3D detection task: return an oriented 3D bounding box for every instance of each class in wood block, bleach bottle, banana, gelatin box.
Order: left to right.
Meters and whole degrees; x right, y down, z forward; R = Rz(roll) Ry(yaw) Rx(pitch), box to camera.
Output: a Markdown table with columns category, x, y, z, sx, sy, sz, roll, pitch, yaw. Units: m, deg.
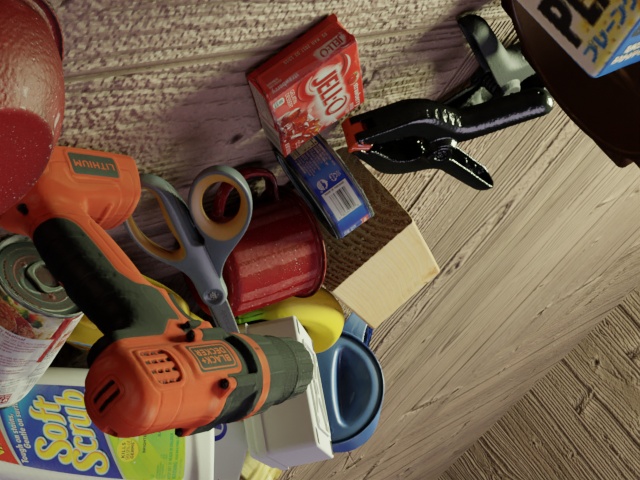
| category | x | y | z | sx | sy | sz | roll | pitch | yaw |
| --- | --- | --- | --- | --- | --- | --- | --- | --- | --- |
| bleach bottle | -0.202 | 0.141 | 0.757 | 0.250 | 0.102 | 0.068 | 6 | 166 | -30 |
| banana | -0.013 | 0.068 | 0.945 | 0.070 | 0.037 | 0.197 | -12 | 162 | 14 |
| gelatin box | -0.008 | -0.104 | 0.732 | 0.073 | 0.030 | 0.089 | -36 | 161 | -8 |
| wood block | 0.035 | 0.004 | 0.952 | 0.091 | 0.090 | 0.206 | -42 | 162 | 1 |

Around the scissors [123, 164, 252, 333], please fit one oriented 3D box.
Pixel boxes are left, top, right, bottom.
| category | x | y | z | sx | sy | sz | roll | pitch | yaw |
| --- | --- | --- | --- | --- | --- | --- | --- | --- | --- |
| scissors | -0.063 | 0.022 | 0.752 | 0.096 | 0.016 | 0.201 | -27 | 125 | 13 |

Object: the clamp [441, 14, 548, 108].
| category | x | y | z | sx | sy | sz | roll | pitch | yaw |
| --- | --- | --- | --- | --- | --- | --- | --- | --- | --- |
| clamp | 0.153 | -0.142 | 0.925 | 0.209 | 0.036 | 0.165 | -20 | 154 | -35 |

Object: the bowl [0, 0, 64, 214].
| category | x | y | z | sx | sy | sz | roll | pitch | yaw |
| --- | --- | --- | --- | --- | --- | --- | --- | --- | --- |
| bowl | -0.181 | -0.049 | 0.508 | 0.162 | 0.055 | 0.162 | -34 | 161 | -14 |

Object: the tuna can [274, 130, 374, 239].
| category | x | y | z | sx | sy | sz | roll | pitch | yaw |
| --- | --- | --- | --- | --- | --- | --- | --- | --- | --- |
| tuna can | 0.002 | -0.043 | 0.802 | 0.033 | 0.086 | 0.086 | -36 | 161 | -4 |

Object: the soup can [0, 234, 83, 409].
| category | x | y | z | sx | sy | sz | roll | pitch | yaw |
| --- | --- | --- | --- | --- | --- | --- | --- | --- | --- |
| soup can | -0.198 | 0.054 | 0.688 | 0.068 | 0.068 | 0.102 | -11 | 147 | -53 |

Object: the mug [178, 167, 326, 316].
| category | x | y | z | sx | sy | sz | roll | pitch | yaw |
| --- | --- | --- | --- | --- | --- | --- | --- | --- | --- |
| mug | -0.055 | 0.001 | 0.816 | 0.081 | 0.093 | 0.117 | -19 | 122 | -34 |

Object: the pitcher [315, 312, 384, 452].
| category | x | y | z | sx | sy | sz | roll | pitch | yaw |
| --- | --- | --- | --- | --- | --- | --- | --- | --- | --- |
| pitcher | 0.020 | 0.188 | 1.316 | 0.149 | 0.145 | 0.243 | -22 | 163 | -1 |

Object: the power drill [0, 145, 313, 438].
| category | x | y | z | sx | sy | sz | roll | pitch | yaw |
| --- | --- | --- | --- | --- | --- | --- | --- | --- | --- |
| power drill | -0.098 | 0.029 | 0.631 | 0.057 | 0.188 | 0.184 | -47 | 157 | 19 |

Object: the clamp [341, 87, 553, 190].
| category | x | y | z | sx | sy | sz | roll | pitch | yaw |
| --- | --- | --- | --- | --- | --- | --- | --- | --- | --- |
| clamp | 0.103 | -0.089 | 0.867 | 0.171 | 0.039 | 0.120 | 3 | 138 | -33 |
